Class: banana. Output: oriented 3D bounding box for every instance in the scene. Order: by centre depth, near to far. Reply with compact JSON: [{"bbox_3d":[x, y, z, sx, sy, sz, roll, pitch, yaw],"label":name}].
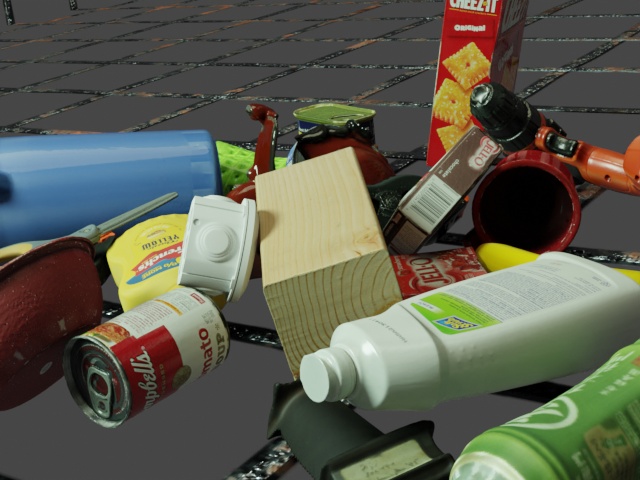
[{"bbox_3d":[0.195,0.031,0.849,0.198,0.037,0.069,12,9,39],"label":"banana"}]

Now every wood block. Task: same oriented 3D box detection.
[{"bbox_3d":[0.006,0.013,0.828,0.091,0.090,0.206,-16,25,2],"label":"wood block"}]

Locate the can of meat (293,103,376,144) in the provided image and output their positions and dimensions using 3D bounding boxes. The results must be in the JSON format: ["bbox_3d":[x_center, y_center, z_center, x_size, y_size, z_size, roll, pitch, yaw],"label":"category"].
[{"bbox_3d":[0.019,-0.106,1.210,0.057,0.084,0.102,-20,24,-34],"label":"can of meat"}]

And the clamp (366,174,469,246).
[{"bbox_3d":[0.054,-0.033,1.004,0.171,0.039,0.120,-12,62,-26],"label":"clamp"}]

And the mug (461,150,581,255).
[{"bbox_3d":[0.177,-0.028,0.958,0.117,0.093,0.081,-39,3,21],"label":"mug"}]

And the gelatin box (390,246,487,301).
[{"bbox_3d":[0.097,0.035,0.871,0.073,0.030,0.089,-7,19,-1],"label":"gelatin box"}]

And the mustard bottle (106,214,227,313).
[{"bbox_3d":[-0.124,0.034,0.903,0.096,0.058,0.192,-18,22,-11],"label":"mustard bottle"}]

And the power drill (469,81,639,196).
[{"bbox_3d":[0.248,-0.086,1.006,0.188,0.057,0.184,24,-4,46],"label":"power drill"}]

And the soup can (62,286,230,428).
[{"bbox_3d":[-0.122,0.080,0.758,0.069,0.068,0.102,9,24,38],"label":"soup can"}]

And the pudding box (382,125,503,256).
[{"bbox_3d":[0.103,-0.038,0.934,0.113,0.039,0.090,-45,-7,-22],"label":"pudding box"}]

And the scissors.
[{"bbox_3d":[-0.228,-0.003,0.966,0.096,0.016,0.201,7,32,37],"label":"scissors"}]

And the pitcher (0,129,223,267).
[{"bbox_3d":[-0.225,-0.046,1.081,0.242,0.145,0.149,-6,32,-10],"label":"pitcher"}]

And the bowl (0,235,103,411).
[{"bbox_3d":[-0.210,0.071,0.758,0.055,0.162,0.161,47,40,11],"label":"bowl"}]

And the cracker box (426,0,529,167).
[{"bbox_3d":[0.186,-0.201,1.229,0.072,0.214,0.164,13,24,17],"label":"cracker box"}]

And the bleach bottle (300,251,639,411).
[{"bbox_3d":[0.093,0.061,0.686,0.250,0.068,0.103,-8,18,-35],"label":"bleach bottle"}]
